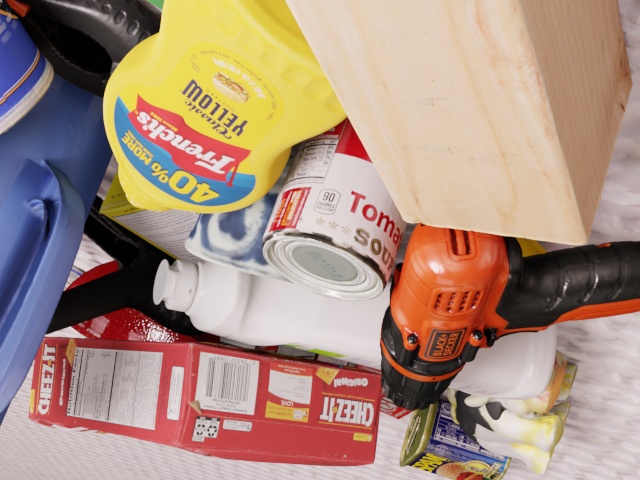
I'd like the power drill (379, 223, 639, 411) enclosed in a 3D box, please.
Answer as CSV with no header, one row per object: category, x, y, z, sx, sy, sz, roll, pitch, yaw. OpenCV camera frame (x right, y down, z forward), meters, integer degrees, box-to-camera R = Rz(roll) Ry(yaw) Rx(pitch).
power drill,0.127,0.043,0.581,0.187,0.057,0.184,-4,151,-6

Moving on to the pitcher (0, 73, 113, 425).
pitcher,-0.199,0.001,0.614,0.149,0.242,0.145,20,156,2

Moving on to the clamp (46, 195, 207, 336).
clamp,-0.130,0.026,0.761,0.209,0.164,0.036,25,126,-31

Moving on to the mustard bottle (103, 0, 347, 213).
mustard bottle,-0.055,-0.063,0.521,0.096,0.058,0.192,36,143,-11

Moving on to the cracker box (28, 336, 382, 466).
cracker box,-0.087,0.114,0.764,0.163,0.072,0.214,14,168,-38

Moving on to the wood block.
wood block,0.054,-0.093,0.407,0.090,0.090,0.206,8,154,27

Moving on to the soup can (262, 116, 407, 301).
soup can,0.017,-0.028,0.556,0.068,0.102,0.068,17,156,8

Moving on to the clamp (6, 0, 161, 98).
clamp,-0.102,-0.089,0.595,0.171,0.039,0.120,32,142,-12

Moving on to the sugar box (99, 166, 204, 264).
sugar box,-0.055,0.001,0.745,0.176,0.048,0.094,33,153,-34

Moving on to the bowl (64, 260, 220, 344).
bowl,-0.150,0.061,0.931,0.162,0.055,0.162,17,156,8

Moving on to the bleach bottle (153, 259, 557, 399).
bleach bottle,0.020,0.050,0.684,0.250,0.068,0.103,13,168,-22

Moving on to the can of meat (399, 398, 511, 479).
can of meat,0.126,0.187,0.980,0.084,0.057,0.102,18,157,-1
